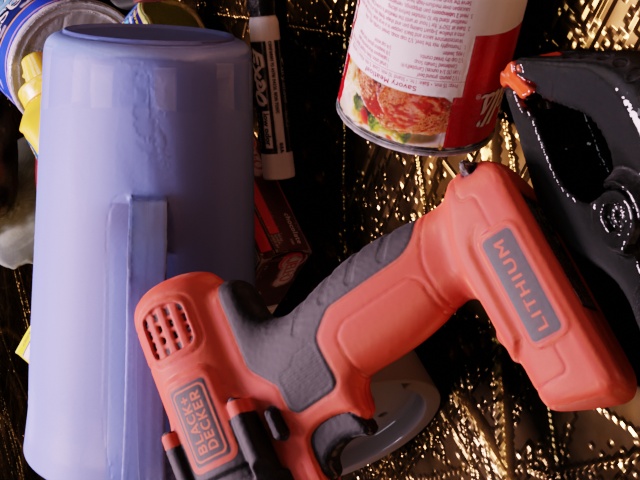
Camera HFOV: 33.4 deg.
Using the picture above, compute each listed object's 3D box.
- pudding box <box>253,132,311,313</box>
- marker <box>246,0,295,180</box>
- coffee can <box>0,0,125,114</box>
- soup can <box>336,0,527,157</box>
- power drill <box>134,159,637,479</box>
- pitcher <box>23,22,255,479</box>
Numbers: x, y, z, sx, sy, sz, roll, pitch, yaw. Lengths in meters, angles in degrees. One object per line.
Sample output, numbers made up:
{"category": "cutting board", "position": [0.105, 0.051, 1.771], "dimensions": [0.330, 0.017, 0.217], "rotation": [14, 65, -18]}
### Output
{"category": "pudding box", "position": [-0.054, 0.001, 0.672], "dimensions": [0.090, 0.039, 0.114], "rotation": [65, 146, 23]}
{"category": "marker", "position": [-0.030, -0.095, 0.609], "dimensions": [0.020, 0.020, 0.121], "rotation": [15, 114, 59]}
{"category": "coffee can", "position": [-0.209, -0.149, 0.824], "dimensions": [0.140, 0.102, 0.103], "rotation": [37, 132, 51]}
{"category": "soup can", "position": [0.047, -0.094, 0.422], "dimensions": [0.069, 0.068, 0.102], "rotation": [48, 139, 43]}
{"category": "power drill", "position": [0.025, 0.068, 0.429], "dimensions": [0.188, 0.057, 0.184], "rotation": [-29, 75, 17]}
{"category": "pitcher", "position": [-0.094, 0.011, 0.576], "dimensions": [0.149, 0.144, 0.243], "rotation": [15, 110, 35]}
